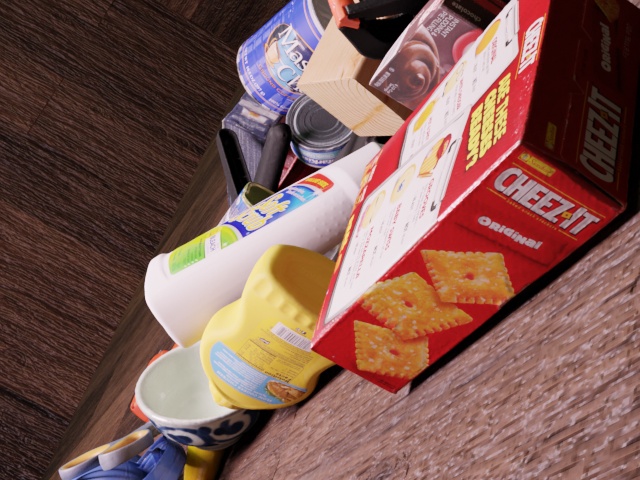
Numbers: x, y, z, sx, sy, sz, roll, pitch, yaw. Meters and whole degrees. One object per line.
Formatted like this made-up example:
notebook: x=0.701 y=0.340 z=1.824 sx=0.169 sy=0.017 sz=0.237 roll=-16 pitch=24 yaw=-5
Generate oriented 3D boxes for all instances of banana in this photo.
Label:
banana: x=-0.102 y=0.173 z=1.038 sx=0.197 sy=0.037 sz=0.070 roll=-83 pitch=2 yaw=-67

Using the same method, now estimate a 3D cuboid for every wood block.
wood block: x=0.077 y=-0.206 z=0.979 sx=0.091 sy=0.090 sz=0.206 roll=6 pitch=66 yaw=54

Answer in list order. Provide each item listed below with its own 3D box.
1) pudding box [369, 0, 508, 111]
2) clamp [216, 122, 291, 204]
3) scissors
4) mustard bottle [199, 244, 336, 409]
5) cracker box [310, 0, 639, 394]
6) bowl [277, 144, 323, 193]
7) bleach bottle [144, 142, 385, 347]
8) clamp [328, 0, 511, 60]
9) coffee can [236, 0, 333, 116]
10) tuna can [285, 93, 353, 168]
pudding box: x=0.099 y=-0.121 z=0.731 sx=0.039 sy=0.090 sz=0.114 roll=-64 pitch=11 yaw=-26
clamp: x=-0.079 y=-0.031 z=1.184 sx=0.165 sy=0.036 sz=0.210 roll=22 pitch=111 yaw=62
scissors: x=-0.176 y=0.184 z=0.990 sx=0.096 sy=0.016 sz=0.201 roll=-22 pitch=0 yaw=6
mustard bottle: x=-0.039 y=0.082 z=0.818 sx=0.192 sy=0.096 sz=0.058 roll=-49 pitch=16 yaw=47
cracker box: x=0.087 y=-0.031 z=0.609 sx=0.214 sy=0.072 sz=0.164 roll=-47 pitch=18 yaw=47
bowl: x=-0.014 y=-0.091 z=1.240 sx=0.162 sy=0.055 sz=0.162 roll=-57 pitch=12 yaw=18
bleach bottle: x=-0.023 y=-0.011 z=0.873 sx=0.251 sy=0.068 sz=0.102 roll=-32 pitch=18 yaw=7
clamp: x=0.078 y=-0.157 z=0.798 sx=0.120 sy=0.171 sz=0.039 roll=116 pitch=144 yaw=-47
coffee can: x=-0.011 y=-0.212 z=1.166 sx=0.141 sy=0.102 sz=0.102 roll=-31 pitch=29 yaw=46
tuna can: x=0.006 y=-0.121 z=1.137 sx=0.033 sy=0.086 sz=0.086 roll=70 pitch=-140 yaw=-59
